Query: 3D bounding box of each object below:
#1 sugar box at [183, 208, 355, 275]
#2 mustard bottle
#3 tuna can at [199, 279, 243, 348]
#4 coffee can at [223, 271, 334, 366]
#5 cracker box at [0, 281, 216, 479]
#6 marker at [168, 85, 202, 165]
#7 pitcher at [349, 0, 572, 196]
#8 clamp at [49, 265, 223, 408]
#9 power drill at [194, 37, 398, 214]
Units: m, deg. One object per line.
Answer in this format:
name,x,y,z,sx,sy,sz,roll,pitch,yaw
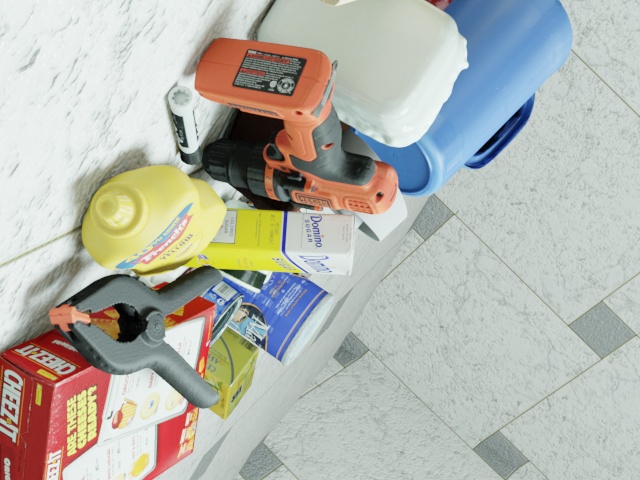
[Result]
sugar box,-0.056,0.001,0.986,0.093,0.176,0.048,85,11,-77
mustard bottle,-0.136,-0.016,0.838,0.096,0.058,0.191,-38,171,3
tuna can,-0.123,0.085,1.188,0.086,0.034,0.086,-54,173,-10
coffee can,-0.069,0.069,1.279,0.102,0.140,0.103,-54,171,-12
cracker box,-0.187,0.144,0.922,0.213,0.072,0.164,-25,131,-56
marker,-0.108,-0.089,0.859,0.020,0.020,0.121,-53,172,-16
pitcher,0.141,-0.147,1.068,0.242,0.149,0.145,-47,179,-30
clamp,-0.138,0.080,0.854,0.039,0.120,0.171,-17,168,40
power drill,-0.037,-0.090,0.880,0.187,0.185,0.057,59,45,-61
